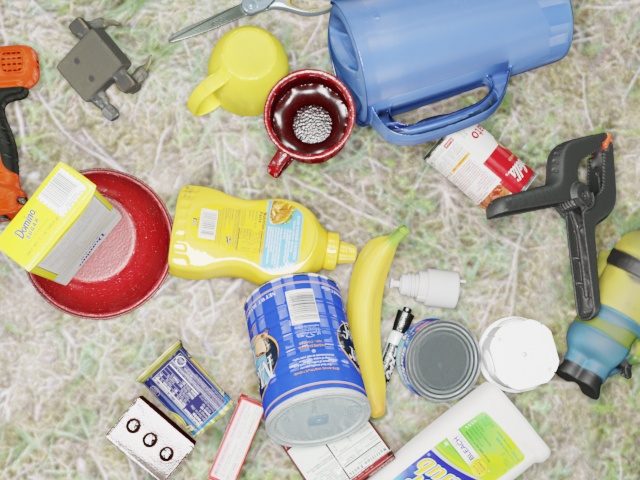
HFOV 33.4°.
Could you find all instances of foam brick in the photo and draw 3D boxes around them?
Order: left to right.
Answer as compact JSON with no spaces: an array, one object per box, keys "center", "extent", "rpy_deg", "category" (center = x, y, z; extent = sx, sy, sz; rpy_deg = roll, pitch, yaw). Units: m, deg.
[{"center":[-0.171,0.201,1.085],"extent":[0.078,0.051,0.053],"rpy_deg":[39,82,1],"category":"foam brick"}]

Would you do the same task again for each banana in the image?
[{"center":[0.052,0.081,1.105],"extent":[0.037,0.070,0.198],"rpy_deg":[8,86,-22],"category":"banana"}]

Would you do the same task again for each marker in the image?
[{"center":[0.071,0.127,1.125],"extent":[0.020,0.020,0.121],"rpy_deg":[22,83,-2],"category":"marker"}]

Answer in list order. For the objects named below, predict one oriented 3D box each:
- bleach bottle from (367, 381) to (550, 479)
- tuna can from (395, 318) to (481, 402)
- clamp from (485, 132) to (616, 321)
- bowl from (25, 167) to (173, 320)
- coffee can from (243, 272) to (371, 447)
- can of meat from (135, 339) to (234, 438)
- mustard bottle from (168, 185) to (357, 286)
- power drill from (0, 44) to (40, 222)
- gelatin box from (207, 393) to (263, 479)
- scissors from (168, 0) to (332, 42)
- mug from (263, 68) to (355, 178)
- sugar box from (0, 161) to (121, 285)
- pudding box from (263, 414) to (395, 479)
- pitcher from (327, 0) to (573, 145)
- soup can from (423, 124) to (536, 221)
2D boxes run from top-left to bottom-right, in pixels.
[{"center":[0.108,0.260,1.093],"extent":[0.251,0.068,0.102],"rpy_deg":[-39,88,-4],"category":"bleach bottle"},{"center":[0.122,0.124,1.112],"extent":[0.086,0.034,0.086],"rpy_deg":[0,90,-17],"category":"tuna can"},{"center":[0.252,-0.044,1.100],"extent":[0.164,0.036,0.209],"rpy_deg":[40,56,-21],"category":"clamp"},{"center":[-0.232,0.000,1.100],"extent":[0.162,0.055,0.162],"rpy_deg":[0,84,-3],"category":"bowl"},{"center":[-0.015,0.117,1.050],"extent":[0.102,0.103,0.140],"rpy_deg":[-10,53,-5],"category":"coffee can"},{"center":[-0.134,0.149,1.069],"extent":[0.057,0.102,0.084],"rpy_deg":[-44,90,-8],"category":"can of meat"},{"center":[-0.057,0.002,1.108],"extent":[0.191,0.058,0.096],"rpy_deg":[8,64,-3],"category":"mustard bottle"},{"center":[-0.378,-0.109,1.100],"extent":[0.184,0.057,0.187],"rpy_deg":[-6,84,-5],"category":"power drill"},{"center":[-0.084,0.202,1.079],"extent":[0.030,0.073,0.089],"rpy_deg":[22,83,-1],"category":"gelatin box"},{"center":[-0.072,-0.274,1.160],"extent":[0.201,0.016,0.096],"rpy_deg":[-9,83,-5],"category":"scissors"},{"center":[-0.017,-0.114,1.110],"extent":[0.093,0.081,0.117],"rpy_deg":[33,88,3],"category":"mug"},{"center":[-0.237,-0.011,0.983],"extent":[0.048,0.176,0.093],"rpy_deg":[38,82,-1],"category":"sugar box"},{"center":[0.008,0.200,1.085],"extent":[0.090,0.039,0.113],"rpy_deg":[-34,65,-8],"category":"pudding box"},{"center":[0.137,-0.202,1.111],"extent":[0.242,0.145,0.149],"rpy_deg":[-16,112,-8],"category":"pitcher"},{"center":[0.168,-0.078,1.129],"extent":[0.102,0.068,0.068],"rpy_deg":[41,83,1],"category":"soup can"}]
